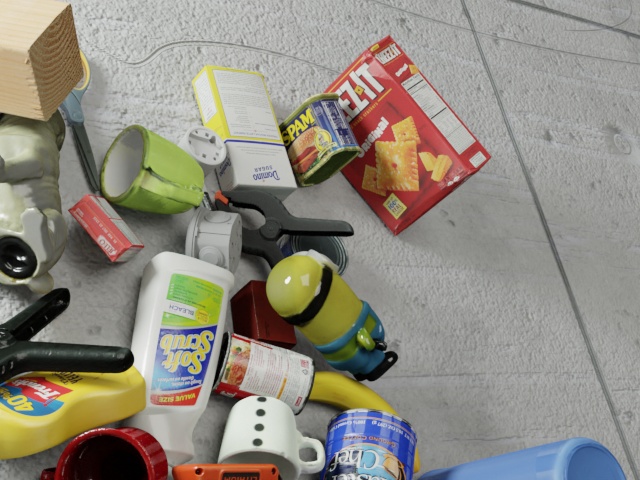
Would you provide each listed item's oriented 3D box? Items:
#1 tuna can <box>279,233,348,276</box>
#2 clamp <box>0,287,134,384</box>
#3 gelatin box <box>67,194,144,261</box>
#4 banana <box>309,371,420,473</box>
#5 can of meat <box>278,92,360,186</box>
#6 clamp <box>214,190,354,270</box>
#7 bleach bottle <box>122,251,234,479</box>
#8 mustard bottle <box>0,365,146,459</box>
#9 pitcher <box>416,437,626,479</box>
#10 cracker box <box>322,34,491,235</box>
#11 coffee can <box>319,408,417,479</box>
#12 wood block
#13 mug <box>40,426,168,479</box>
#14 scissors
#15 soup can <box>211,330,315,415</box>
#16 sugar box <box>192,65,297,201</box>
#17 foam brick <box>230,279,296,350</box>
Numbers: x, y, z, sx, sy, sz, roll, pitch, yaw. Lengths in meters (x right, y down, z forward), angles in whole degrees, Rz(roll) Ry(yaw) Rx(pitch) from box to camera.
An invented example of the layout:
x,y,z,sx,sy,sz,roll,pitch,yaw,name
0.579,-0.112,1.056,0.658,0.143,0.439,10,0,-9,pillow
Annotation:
x,y,z,sx,sy,sz,roll,pitch,yaw,name
-0.009,0.018,1.330,0.086,0.034,0.086,20,51,-27,tuna can
-0.290,0.106,0.997,0.209,0.036,0.165,-18,30,-38,clamp
-0.229,-0.012,1.145,0.073,0.030,0.089,49,0,0,gelatin box
0.043,0.203,1.246,0.197,0.037,0.069,29,76,-15,banana
-0.003,-0.129,1.389,0.057,0.102,0.084,-9,70,-43,can of meat
-0.058,0.002,1.275,0.171,0.039,0.120,23,68,8,clamp
-0.150,0.139,1.117,0.102,0.068,0.251,20,53,-27,bleach bottle
-0.264,0.158,0.996,0.096,0.058,0.191,23,29,39,mustard bottle
0.205,0.296,1.158,0.145,0.243,0.149,33,53,-19,pitcher
0.095,-0.137,1.426,0.214,0.164,0.072,50,42,1,cracker box
0.048,0.268,1.153,0.102,0.103,0.140,29,47,-20,coffee can
-0.359,-0.199,1.088,0.206,0.091,0.090,12,45,13,wood block
-0.201,0.219,0.996,0.117,0.081,0.093,-5,85,5,mug
-0.301,-0.151,1.229,0.096,0.016,0.202,12,55,-30,scissors
-0.064,0.145,1.162,0.102,0.069,0.068,19,51,-15,soup can
-0.098,-0.135,1.358,0.093,0.048,0.176,2,64,-38,sugar box
-0.066,0.092,1.222,0.052,0.051,0.078,12,55,-31,foam brick
